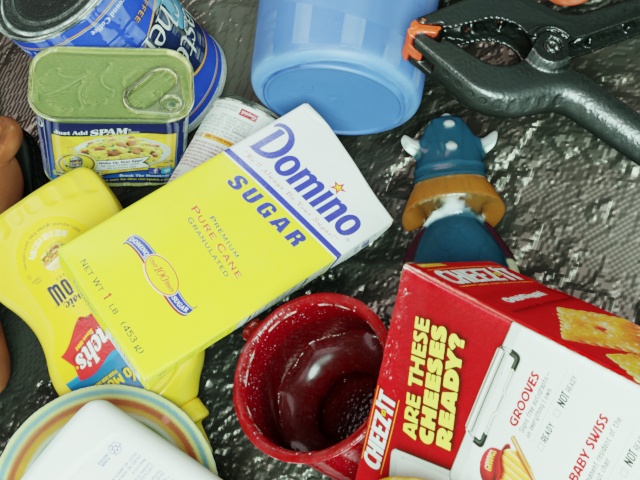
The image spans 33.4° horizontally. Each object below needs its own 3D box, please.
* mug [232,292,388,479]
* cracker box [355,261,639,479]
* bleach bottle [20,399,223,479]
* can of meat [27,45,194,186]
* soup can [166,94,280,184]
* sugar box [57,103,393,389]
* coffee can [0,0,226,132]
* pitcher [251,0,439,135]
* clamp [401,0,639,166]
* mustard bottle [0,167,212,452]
[{"bbox_3d":[0.003,0.081,0.592,0.117,0.081,0.093,30,81,35],"label":"mug"},{"bbox_3d":[0.113,0.120,0.462,0.214,0.071,0.164,28,112,46],"label":"cracker box"},{"bbox_3d":[-0.043,0.190,0.534,0.251,0.068,0.102,34,76,13],"label":"bleach bottle"},{"bbox_3d":[-0.136,-0.078,0.700,0.102,0.084,0.057,-1,61,-10],"label":"can of meat"},{"bbox_3d":[-0.063,-0.035,0.696,0.069,0.068,0.102,20,75,34],"label":"soup can"},{"bbox_3d":[-0.054,0.001,0.629,0.176,0.048,0.093,-34,84,-15],"label":"sugar box"},{"bbox_3d":[-0.144,-0.143,0.748,0.103,0.140,0.103,-12,60,22],"label":"coffee can"},{"bbox_3d":[0.018,-0.195,0.709,0.145,0.149,0.243,6,70,9],"label":"pitcher"},{"bbox_3d":[0.136,-0.111,0.616,0.171,0.039,0.120,18,61,1],"label":"clamp"},{"bbox_3d":[-0.127,0.056,0.657,0.096,0.058,0.191,-35,84,-6],"label":"mustard bottle"}]
